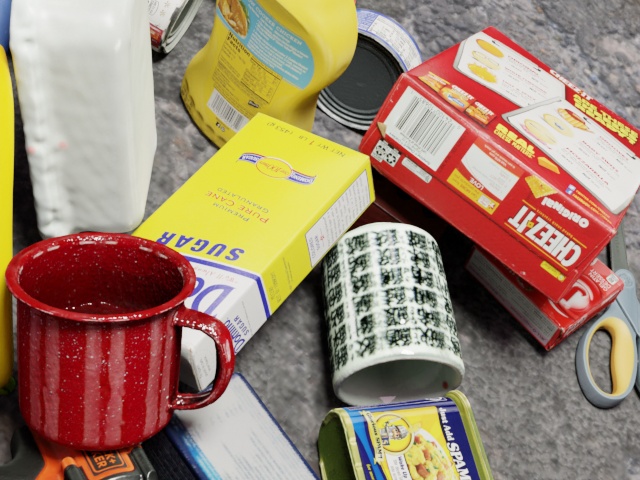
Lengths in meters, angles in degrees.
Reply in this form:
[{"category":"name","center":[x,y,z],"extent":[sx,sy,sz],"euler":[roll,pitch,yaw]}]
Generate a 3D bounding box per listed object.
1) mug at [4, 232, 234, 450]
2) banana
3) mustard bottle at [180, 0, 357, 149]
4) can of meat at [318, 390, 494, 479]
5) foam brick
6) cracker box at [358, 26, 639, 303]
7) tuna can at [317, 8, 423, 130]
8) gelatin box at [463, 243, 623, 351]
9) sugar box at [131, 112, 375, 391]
[{"category":"mug","center":[-0.100,0.054,0.541],"extent":[0.117,0.081,0.093],"euler":[10,25,7]},{"category":"banana","center":[-0.177,-0.002,0.550],"extent":[0.037,0.198,0.070],"euler":[0,14,-15]},{"category":"mustard bottle","center":[-0.027,-0.131,0.691],"extent":[0.096,0.192,0.058],"euler":[44,53,8]},{"category":"can of meat","center":[0.051,0.144,0.628],"extent":[0.083,0.058,0.102],"euler":[-2,60,-23]},{"category":"foam brick","center":[0.049,-0.021,0.740],"extent":[0.078,0.051,0.053],"euler":[35,52,2]},{"category":"cracker box","center":[0.139,-0.063,0.747],"extent":[0.164,0.072,0.213],"euler":[38,29,8]},{"category":"tuna can","center":[0.031,-0.125,0.779],"extent":[0.086,0.086,0.033],"euler":[33,50,0]},{"category":"gelatin box","center":[0.159,0.025,0.762],"extent":[0.073,0.030,0.089],"euler":[-30,65,-32]},{"category":"sugar box","center":[-0.054,0.001,0.649],"extent":[0.093,0.048,0.176],"euler":[24,54,29]}]
